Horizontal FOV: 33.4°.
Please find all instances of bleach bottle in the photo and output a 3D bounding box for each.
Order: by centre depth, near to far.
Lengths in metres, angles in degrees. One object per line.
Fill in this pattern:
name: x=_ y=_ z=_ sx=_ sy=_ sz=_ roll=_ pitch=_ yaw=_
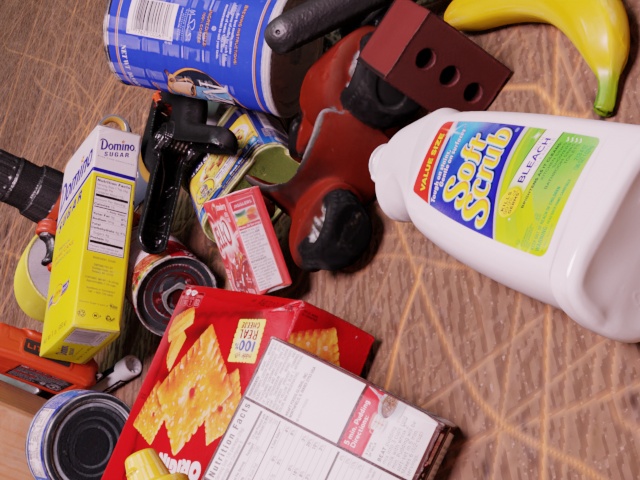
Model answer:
bleach bottle: x=0.096 y=-0.023 z=0.598 sx=0.102 sy=0.068 sz=0.251 roll=-62 pitch=28 yaw=-5

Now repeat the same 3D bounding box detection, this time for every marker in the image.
marker: x=-0.199 y=0.131 z=0.943 sx=0.121 sy=0.020 sz=0.020 roll=-32 pitch=40 yaw=38

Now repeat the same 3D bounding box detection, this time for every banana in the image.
banana: x=0.136 y=-0.141 z=0.664 sx=0.070 sy=0.037 sz=0.198 roll=-53 pitch=31 yaw=9

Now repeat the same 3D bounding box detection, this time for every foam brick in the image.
foam brick: x=0.073 y=-0.114 z=0.694 sx=0.053 sy=0.078 sz=0.051 roll=-56 pitch=31 yaw=10

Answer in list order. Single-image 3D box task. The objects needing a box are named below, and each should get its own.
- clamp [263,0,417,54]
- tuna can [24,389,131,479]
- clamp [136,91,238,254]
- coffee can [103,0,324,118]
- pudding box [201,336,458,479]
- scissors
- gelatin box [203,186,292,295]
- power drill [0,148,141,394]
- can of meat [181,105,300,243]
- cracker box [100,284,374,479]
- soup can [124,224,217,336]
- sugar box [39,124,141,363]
clamp: x=0.064 y=-0.188 z=0.750 sx=0.210 sy=0.036 sz=0.164 roll=-30 pitch=-1 yaw=31
tuna can: x=-0.182 y=0.159 z=0.829 sx=0.034 sy=0.086 sz=0.086 roll=-7 pitch=58 yaw=52
clamp: x=-0.110 y=-0.080 z=0.859 sx=0.120 sy=0.039 sz=0.171 roll=-40 pitch=39 yaw=26
coffee can: x=-0.080 y=-0.158 z=0.823 sx=0.140 sy=0.102 sz=0.102 roll=14 pitch=71 yaw=19
pudding box: x=0.004 y=0.115 z=0.580 sx=0.114 sy=0.039 sz=0.090 roll=24 pitch=84 yaw=23
scissors: x=-0.175 y=-0.024 z=1.030 sx=0.016 sy=0.096 sz=0.202 roll=156 pitch=107 yaw=-74
gelatin box: x=-0.055 y=0.001 z=0.772 sx=0.030 sy=0.073 sz=0.089 roll=-20 pitch=5 yaw=-15
power drill: x=-0.237 y=0.027 z=0.927 sx=0.057 sy=0.184 sz=0.187 roll=-28 pitch=43 yaw=51
can of meat: x=-0.062 y=-0.053 z=0.863 sx=0.102 sy=0.057 sz=0.084 roll=-51 pitch=33 yaw=15
cracker box: x=-0.071 y=0.139 z=0.694 sx=0.164 sy=0.072 sz=0.213 roll=5 pitch=69 yaw=57
soup can: x=-0.133 y=0.031 z=0.885 sx=0.068 sy=0.068 sz=0.102 roll=-58 pitch=29 yaw=2
sugar box: x=-0.189 y=0.003 z=0.876 sx=0.094 sy=0.048 sz=0.176 roll=-35 pitch=50 yaw=52
